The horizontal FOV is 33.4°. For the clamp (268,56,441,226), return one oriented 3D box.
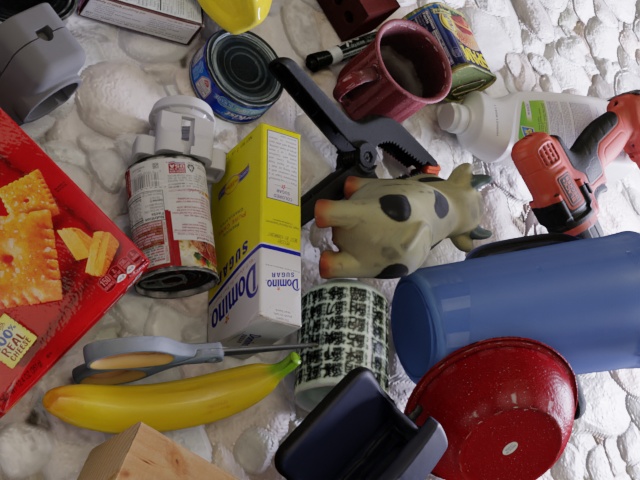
[{"bbox_3d":[0.029,-0.087,1.013,0.209,0.036,0.164,-3,89,-38],"label":"clamp"}]

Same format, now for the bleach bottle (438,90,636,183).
[{"bbox_3d":[0.237,-0.126,1.178,0.250,0.068,0.102,6,67,-31],"label":"bleach bottle"}]

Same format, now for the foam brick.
[{"bbox_3d":[0.033,-0.255,1.103,0.051,0.053,0.078,-29,85,-40],"label":"foam brick"}]

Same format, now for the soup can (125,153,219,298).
[{"bbox_3d":[-0.122,-0.011,0.867,0.068,0.069,0.102,5,65,-33],"label":"soup can"}]

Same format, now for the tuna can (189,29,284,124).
[{"bbox_3d":[-0.076,-0.154,0.989,0.086,0.034,0.086,15,60,-29],"label":"tuna can"}]

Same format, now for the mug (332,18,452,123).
[{"bbox_3d":[0.061,-0.157,1.056,0.117,0.082,0.093,-20,81,-40],"label":"mug"}]

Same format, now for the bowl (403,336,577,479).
[{"bbox_3d":[0.154,0.163,0.915,0.162,0.162,0.055,25,21,-24],"label":"bowl"}]

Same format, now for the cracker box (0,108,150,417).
[{"bbox_3d":[-0.252,0.000,0.761,0.213,0.072,0.164,46,54,-7],"label":"cracker box"}]

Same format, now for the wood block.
[{"bbox_3d":[-0.079,0.228,0.767,0.206,0.091,0.090,34,53,-17],"label":"wood block"}]

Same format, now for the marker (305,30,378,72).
[{"bbox_3d":[0.029,-0.195,1.093,0.120,0.020,0.020,-28,86,-40],"label":"marker"}]

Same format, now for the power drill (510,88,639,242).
[{"bbox_3d":[0.305,-0.062,1.136,0.187,0.057,0.184,-35,101,-28],"label":"power drill"}]

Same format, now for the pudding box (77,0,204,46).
[{"bbox_3d":[-0.163,-0.234,0.965,0.113,0.039,0.090,10,64,-30],"label":"pudding box"}]

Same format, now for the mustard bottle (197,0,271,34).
[{"bbox_3d":[-0.067,-0.274,1.019,0.096,0.058,0.191,57,29,-21],"label":"mustard bottle"}]

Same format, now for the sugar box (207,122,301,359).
[{"bbox_3d":[-0.056,0.001,0.891,0.048,0.094,0.176,16,60,-28],"label":"sugar box"}]

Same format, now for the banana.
[{"bbox_3d":[-0.114,0.117,0.812,0.197,0.070,0.037,-8,46,-25],"label":"banana"}]

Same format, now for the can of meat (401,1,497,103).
[{"bbox_3d":[0.133,-0.199,1.130,0.101,0.058,0.084,2,62,-61],"label":"can of meat"}]

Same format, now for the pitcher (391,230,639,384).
[{"bbox_3d":[0.190,0.062,0.992,0.242,0.149,0.145,-6,84,-19],"label":"pitcher"}]

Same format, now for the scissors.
[{"bbox_3d":[-0.103,0.093,0.826,0.201,0.096,0.016,7,63,-45],"label":"scissors"}]
